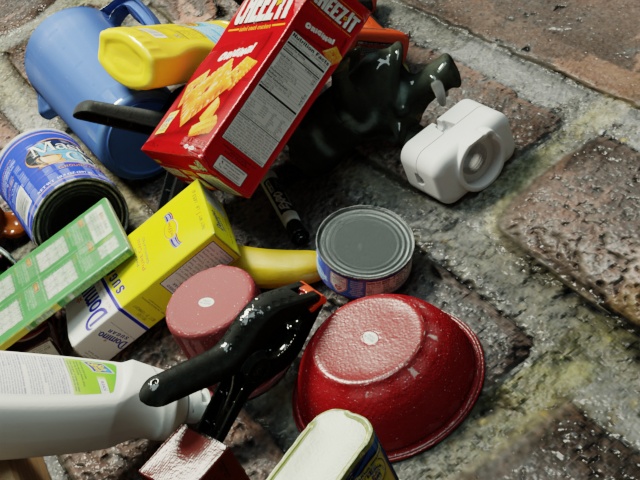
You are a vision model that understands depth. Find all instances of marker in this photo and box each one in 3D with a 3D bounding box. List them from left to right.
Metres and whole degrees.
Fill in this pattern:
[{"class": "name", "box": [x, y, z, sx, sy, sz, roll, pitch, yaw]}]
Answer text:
[{"class": "marker", "box": [-0.036, -0.032, 1.054, 0.020, 0.020, 0.121, -27, 39, -2]}]

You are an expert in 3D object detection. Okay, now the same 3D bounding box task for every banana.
[{"class": "banana", "box": [-0.071, 0.013, 1.008, 0.198, 0.037, 0.069, 20, 57, 41]}]

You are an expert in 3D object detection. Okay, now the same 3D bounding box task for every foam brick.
[{"class": "foam brick", "box": [-0.087, 0.185, 0.791, 0.051, 0.078, 0.053, 17, 52, 40]}]

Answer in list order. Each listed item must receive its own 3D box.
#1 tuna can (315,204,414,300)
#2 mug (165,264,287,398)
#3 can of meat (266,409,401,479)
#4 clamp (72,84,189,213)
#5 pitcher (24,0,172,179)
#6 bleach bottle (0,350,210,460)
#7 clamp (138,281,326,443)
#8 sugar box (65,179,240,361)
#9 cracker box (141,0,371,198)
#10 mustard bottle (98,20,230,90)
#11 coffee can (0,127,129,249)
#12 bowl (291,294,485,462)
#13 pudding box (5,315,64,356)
[{"class": "tuna can", "box": [0.039, 0.011, 0.933, 0.086, 0.034, 0.086, 0, 49, 0]}, {"class": "mug", "box": [-0.079, 0.068, 0.914, 0.093, 0.081, 0.117, -14, 40, 13]}, {"class": "can of meat", "box": [0.009, 0.180, 0.740, 0.058, 0.084, 0.102, 15, 54, 39]}, {"class": "clamp", "box": [-0.154, -0.114, 1.123, 0.036, 0.164, 0.209, -14, 26, 47]}, {"class": "pitcher", "box": [-0.240, -0.178, 1.238, 0.144, 0.149, 0.243, -17, 38, -24]}, {"class": "bleach bottle", "box": [-0.205, 0.130, 0.832, 0.250, 0.068, 0.103, 6, 25, -25]}, {"class": "clamp", "box": [-0.066, 0.092, 0.829, 0.039, 0.120, 0.171, 32, 77, 28]}, {"class": "sugar box", "box": [-0.161, 0.030, 0.993, 0.176, 0.048, 0.093, -37, 38, 10]}, {"class": "cracker box", "box": [-0.068, -0.152, 1.030, 0.213, 0.072, 0.164, -58, 27, -8]}, {"class": "mustard bottle", "box": [-0.138, -0.205, 1.155, 0.096, 0.058, 0.191, 28, 31, 35]}, {"class": "coffee can", "box": [-0.276, -0.047, 1.132, 0.102, 0.102, 0.140, -35, 40, -12]}, {"class": "bowl", "box": [0.045, 0.094, 0.841, 0.162, 0.055, 0.162, -14, 40, 12]}, {"class": "pudding box", "box": [-0.310, 0.103, 1.031, 0.113, 0.039, 0.090, -29, 39, -5]}]
